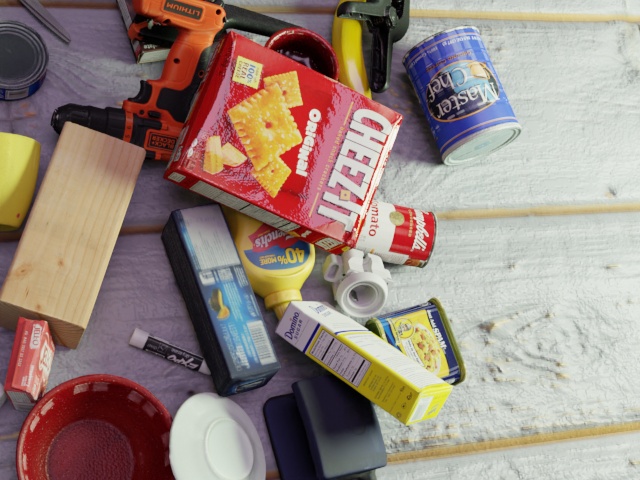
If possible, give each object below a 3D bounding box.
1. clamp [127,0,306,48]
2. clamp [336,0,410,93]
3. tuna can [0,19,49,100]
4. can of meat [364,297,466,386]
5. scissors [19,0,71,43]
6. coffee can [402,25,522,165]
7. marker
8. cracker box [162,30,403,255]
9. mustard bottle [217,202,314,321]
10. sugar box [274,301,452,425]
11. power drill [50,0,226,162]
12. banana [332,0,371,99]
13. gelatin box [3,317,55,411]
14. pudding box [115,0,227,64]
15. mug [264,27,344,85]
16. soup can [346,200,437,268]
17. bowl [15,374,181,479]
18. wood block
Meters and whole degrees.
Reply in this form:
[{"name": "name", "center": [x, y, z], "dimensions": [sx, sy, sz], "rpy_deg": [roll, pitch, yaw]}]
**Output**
[{"name": "clamp", "center": [-0.122, -0.269, 1.240], "dimensions": [0.209, 0.036, 0.164], "rpy_deg": [-35, 95, -24]}, {"name": "clamp", "center": [0.069, -0.275, 1.306], "dimensions": [0.120, 0.039, 0.171], "rpy_deg": [62, 34, -39]}, {"name": "tuna can", "center": [-0.346, -0.199, 1.182], "dimensions": [0.086, 0.034, 0.086], "rpy_deg": [6, 69, -16]}, {"name": "can of meat", "center": [0.105, 0.125, 1.204], "dimensions": [0.083, 0.057, 0.102], "rpy_deg": [-14, 75, -21]}, {"name": "scissors", "center": [-0.353, -0.315, 1.233], "dimensions": [0.201, 0.016, 0.096], "rpy_deg": [31, 64, -6]}, {"name": "coffee can", "center": [0.173, -0.177, 1.312], "dimensions": [0.102, 0.103, 0.140], "rpy_deg": [-15, 76, -23]}, {"name": "marker", "center": [-0.145, 0.125, 1.139], "dimensions": [0.121, 0.020, 0.020], "rpy_deg": [23, 65, -10]}, {"name": "cracker box", "center": [-0.038, -0.102, 1.144], "dimensions": [0.213, 0.072, 0.164], "rpy_deg": [24, 77, -15]}, {"name": "mustard bottle", "center": [-0.058, 0.001, 1.193], "dimensions": [0.096, 0.058, 0.191], "rpy_deg": [-6, 73, -26]}, {"name": "sugar box", "center": [0.045, 0.126, 1.128], "dimensions": [0.176, 0.093, 0.048], "rpy_deg": [30, 100, 25]}, {"name": "power drill", "center": [-0.189, -0.182, 1.172], "dimensions": [0.184, 0.057, 0.188], "rpy_deg": [10, 101, -26]}, {"name": "banana", "center": [0.047, -0.253, 1.333], "dimensions": [0.069, 0.037, 0.197], "rpy_deg": [16, 66, -12]}, {"name": "gelatin box", "center": [-0.285, 0.124, 1.052], "dimensions": [0.030, 0.089, 0.073], "rpy_deg": [9, 67, -5]}, {"name": "pudding box", "center": [-0.175, -0.262, 1.260], "dimensions": [0.113, 0.039, 0.090], "rpy_deg": [-15, 77, -23]}, {"name": "mug", "center": [-0.023, -0.186, 1.260], "dimensions": [0.117, 0.082, 0.093], "rpy_deg": [19, 66, -11]}, {"name": "soup can", "center": [0.076, -0.010, 1.237], "dimensions": [0.102, 0.069, 0.068], "rpy_deg": [11, 67, -14]}, {"name": "bowl", "center": [-0.222, 0.217, 1.055], "dimensions": [0.162, 0.055, 0.162], "rpy_deg": [8, 69, -21]}, {"name": "wood block", "center": [-0.259, -0.005, 1.109], "dimensions": [0.090, 0.091, 0.206], "rpy_deg": [19, 65, -12]}]
